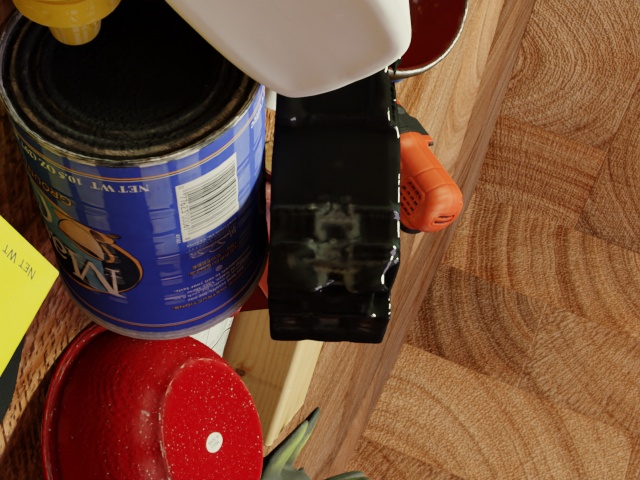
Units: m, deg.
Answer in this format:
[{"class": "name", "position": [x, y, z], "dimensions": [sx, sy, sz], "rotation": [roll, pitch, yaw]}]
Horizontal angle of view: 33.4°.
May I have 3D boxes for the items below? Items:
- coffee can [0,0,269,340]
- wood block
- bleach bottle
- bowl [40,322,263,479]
[{"class": "coffee can", "position": [-0.074, -0.033, 0.460], "dimensions": [0.140, 0.103, 0.102], "rotation": [94, 20, -58]}, {"class": "wood block", "position": [-0.038, 0.039, 0.825], "dimensions": [0.090, 0.091, 0.206], "rotation": [-42, 152, -66]}, {"class": "bleach bottle", "position": [-0.014, -0.183, 0.417], "dimensions": [0.102, 0.068, 0.251], "rotation": [40, 40, -48]}, {"class": "bowl", "position": [-0.081, 0.116, 0.610], "dimensions": [0.161, 0.055, 0.162], "rotation": [30, 52, -49]}]
